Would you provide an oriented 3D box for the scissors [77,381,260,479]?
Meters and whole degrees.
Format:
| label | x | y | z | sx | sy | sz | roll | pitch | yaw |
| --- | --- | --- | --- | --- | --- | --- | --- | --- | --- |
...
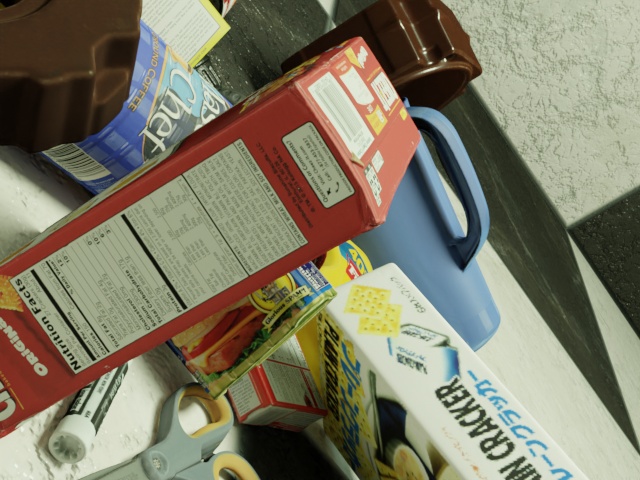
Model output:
| label | x | y | z | sx | sy | sz | roll | pitch | yaw |
| --- | --- | --- | --- | --- | --- | --- | --- | --- | --- |
| scissors | -0.077 | 0.133 | 0.564 | 0.096 | 0.016 | 0.201 | 55 | 17 | -4 |

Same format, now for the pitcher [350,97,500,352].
| label | x | y | z | sx | sy | sz | roll | pitch | yaw |
| --- | --- | --- | --- | --- | --- | --- | --- | --- | --- |
| pitcher | 0.080 | -0.005 | 0.996 | 0.243 | 0.145 | 0.149 | 62 | -4 | -11 |

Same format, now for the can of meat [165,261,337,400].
| label | x | y | z | sx | sy | sz | roll | pitch | yaw |
| --- | --- | --- | --- | --- | --- | --- | --- | --- | --- |
| can of meat | -0.053 | 0.032 | 0.634 | 0.084 | 0.102 | 0.057 | 49 | 16 | 5 |

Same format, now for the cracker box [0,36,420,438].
| label | x | y | z | sx | sy | sz | roll | pitch | yaw |
| --- | --- | --- | --- | --- | --- | --- | --- | --- | --- |
| cracker box | -0.064 | -0.005 | 0.502 | 0.072 | 0.214 | 0.164 | 57 | 18 | -9 |

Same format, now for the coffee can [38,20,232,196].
| label | x | y | z | sx | sy | sz | roll | pitch | yaw |
| --- | --- | --- | --- | --- | --- | --- | --- | --- | --- |
| coffee can | -0.117 | -0.074 | 0.658 | 0.140 | 0.103 | 0.103 | 41 | 24 | -42 |

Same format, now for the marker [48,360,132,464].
| label | x | y | z | sx | sy | sz | roll | pitch | yaw |
| --- | --- | --- | --- | --- | --- | --- | --- | --- | --- |
| marker | -0.114 | 0.074 | 0.558 | 0.020 | 0.020 | 0.121 | 53 | 18 | -16 |

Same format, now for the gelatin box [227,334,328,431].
| label | x | y | z | sx | sy | sz | roll | pitch | yaw |
| --- | --- | --- | --- | --- | --- | --- | --- | --- | --- |
| gelatin box | -0.037 | 0.089 | 0.725 | 0.089 | 0.030 | 0.073 | 27 | 35 | -61 |
